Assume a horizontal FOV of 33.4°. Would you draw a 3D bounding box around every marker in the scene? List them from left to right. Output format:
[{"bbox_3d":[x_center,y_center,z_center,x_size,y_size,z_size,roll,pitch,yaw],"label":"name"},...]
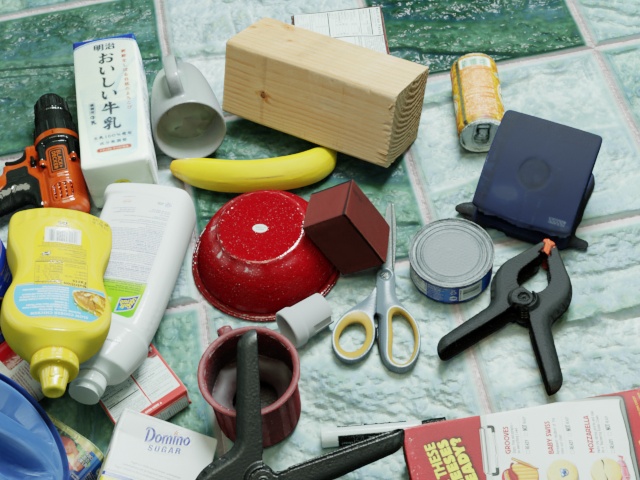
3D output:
[{"bbox_3d":[0.061,0.176,0.979,0.121,0.020,0.020,-5,53,2],"label":"marker"}]

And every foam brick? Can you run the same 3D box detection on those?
[{"bbox_3d":[0.028,-0.013,1.074,0.051,0.078,0.053,-19,38,30],"label":"foam brick"}]

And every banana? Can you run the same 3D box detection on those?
[{"bbox_3d":[-0.067,-0.077,1.171,0.197,0.037,0.069,-7,25,-3],"label":"banana"}]

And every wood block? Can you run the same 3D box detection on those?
[{"bbox_3d":[0.004,-0.166,1.178,0.206,0.091,0.090,21,37,19],"label":"wood block"}]

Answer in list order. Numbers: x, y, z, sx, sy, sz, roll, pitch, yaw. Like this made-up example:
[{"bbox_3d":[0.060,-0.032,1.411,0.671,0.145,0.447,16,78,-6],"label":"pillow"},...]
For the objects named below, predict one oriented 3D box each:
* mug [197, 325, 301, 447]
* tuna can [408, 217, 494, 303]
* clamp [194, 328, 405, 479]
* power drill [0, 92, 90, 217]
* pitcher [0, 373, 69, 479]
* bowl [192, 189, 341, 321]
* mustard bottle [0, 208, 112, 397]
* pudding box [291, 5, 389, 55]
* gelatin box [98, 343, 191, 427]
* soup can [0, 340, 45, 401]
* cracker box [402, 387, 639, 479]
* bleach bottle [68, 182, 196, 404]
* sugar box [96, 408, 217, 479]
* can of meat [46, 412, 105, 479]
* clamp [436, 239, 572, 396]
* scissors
[{"bbox_3d":[-0.067,0.131,0.987,0.093,0.081,0.117,-27,56,-13],"label":"mug"},{"bbox_3d":[0.132,0.021,1.077,0.086,0.034,0.086,-3,54,4],"label":"tuna can"},{"bbox_3d":[-0.053,0.191,0.900,0.164,0.036,0.210,41,85,2],"label":"clamp"},{"bbox_3d":[-0.356,-0.078,1.185,0.187,0.057,0.184,-16,54,-6],"label":"power drill"},{"bbox_3d":[-0.329,0.231,0.877,0.243,0.144,0.149,-38,56,12],"label":"pitcher"},{"bbox_3d":[-0.057,0.001,1.098,0.162,0.055,0.162,-3,54,4],"label":"bowl"},{"bbox_3d":[-0.237,0.057,0.959,0.096,0.058,0.191,7,45,-19],"label":"mustard bottle"},{"bbox_3d":[0.023,-0.233,1.272,0.113,0.039,0.090,-5,53,0],"label":"pudding box"},{"bbox_3d":[-0.178,0.141,1.023,0.073,0.030,0.089,-33,55,-17],"label":"gelatin box"},{"bbox_3d":[-0.293,0.133,1.017,0.069,0.068,0.102,36,64,27],"label":"soup can"},{"bbox_3d":[0.188,0.225,0.898,0.213,0.072,0.164,-10,52,0],"label":"cracker box"},{"bbox_3d":[-0.199,0.050,1.046,0.103,0.068,0.250,3,46,11],"label":"bleach bottle"},{"bbox_3d":[-0.157,0.243,0.921,0.093,0.048,0.176,22,52,-10],"label":"sugar box"},{"bbox_3d":[-0.256,0.208,0.966,0.102,0.057,0.083,27,59,23],"label":"can of meat"},{"bbox_3d":[0.203,0.073,1.028,0.120,0.039,0.171,28,61,21],"label":"clamp"},{"bbox_3d":[0.048,0.048,1.077,0.096,0.016,0.202,-11,53,-2],"label":"scissors"}]
